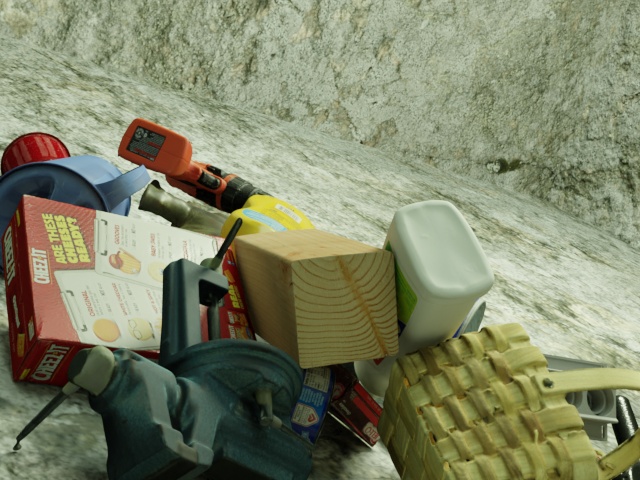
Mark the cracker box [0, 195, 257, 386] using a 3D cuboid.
[{"bbox_3d":[-0.172,0.058,0.965,0.213,0.072,0.164,12,42,-32],"label":"cracker box"}]

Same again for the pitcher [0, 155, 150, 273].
[{"bbox_3d":[-0.273,-0.037,1.197,0.149,0.145,0.243,16,9,-4],"label":"pitcher"}]

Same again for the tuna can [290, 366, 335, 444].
[{"bbox_3d":[-0.017,0.147,0.928,0.033,0.086,0.086,21,12,-6],"label":"tuna can"}]

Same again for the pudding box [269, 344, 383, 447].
[{"bbox_3d":[0.009,0.140,1.029,0.114,0.039,0.090,36,-13,46],"label":"pudding box"}]

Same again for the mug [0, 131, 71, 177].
[{"bbox_3d":[-0.370,-0.080,1.371,0.117,0.093,0.082,-17,31,-17],"label":"mug"}]

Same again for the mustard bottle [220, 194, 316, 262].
[{"bbox_3d":[-0.058,0.002,1.148,0.096,0.058,0.191,35,14,0],"label":"mustard bottle"}]

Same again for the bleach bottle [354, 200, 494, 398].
[{"bbox_3d":[0.077,0.077,0.964,0.068,0.251,0.102,-10,56,-20],"label":"bleach bottle"}]

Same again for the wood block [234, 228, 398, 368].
[{"bbox_3d":[-0.009,0.045,0.964,0.090,0.091,0.206,-6,7,-17],"label":"wood block"}]

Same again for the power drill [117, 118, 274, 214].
[{"bbox_3d":[-0.160,-0.085,1.382,0.185,0.057,0.187,21,-8,29],"label":"power drill"}]
